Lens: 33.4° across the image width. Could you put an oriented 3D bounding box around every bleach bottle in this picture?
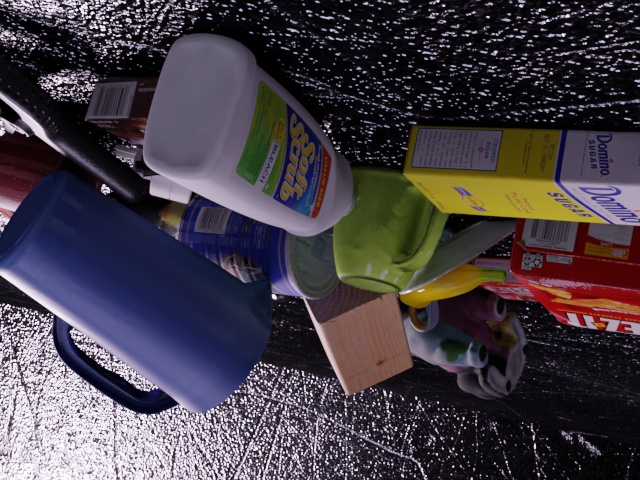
[{"bbox_3d":[-0.032,-0.064,0.800,0.068,0.102,0.250,15,176,26],"label":"bleach bottle"}]

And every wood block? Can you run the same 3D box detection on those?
[{"bbox_3d":[0.038,0.084,1.198,0.091,0.090,0.206,-24,149,-3],"label":"wood block"}]

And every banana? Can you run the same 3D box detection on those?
[{"bbox_3d":[0.116,0.049,1.095,0.069,0.037,0.198,18,168,-14],"label":"banana"}]

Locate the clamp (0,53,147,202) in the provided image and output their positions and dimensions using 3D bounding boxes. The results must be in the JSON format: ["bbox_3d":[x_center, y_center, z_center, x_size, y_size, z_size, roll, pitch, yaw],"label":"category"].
[{"bbox_3d":[-0.247,-0.110,0.883,0.165,0.036,0.210,26,168,28],"label":"clamp"}]

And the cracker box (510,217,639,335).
[{"bbox_3d":[0.274,0.035,0.952,0.164,0.072,0.213,8,168,25],"label":"cracker box"}]

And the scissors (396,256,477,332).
[{"bbox_3d":[0.136,0.059,1.212,0.016,0.096,0.202,-24,-173,-26],"label":"scissors"}]

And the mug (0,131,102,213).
[{"bbox_3d":[-0.271,-0.052,1.040,0.082,0.117,0.093,14,-162,17],"label":"mug"}]

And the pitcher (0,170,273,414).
[{"bbox_3d":[-0.178,0.052,0.980,0.242,0.149,0.145,37,153,-24],"label":"pitcher"}]

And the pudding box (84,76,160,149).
[{"bbox_3d":[-0.111,-0.095,0.834,0.114,0.039,0.089,6,167,32],"label":"pudding box"}]

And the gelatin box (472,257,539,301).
[{"bbox_3d":[0.216,0.043,1.151,0.089,0.030,0.073,1,163,44],"label":"gelatin box"}]

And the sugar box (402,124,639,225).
[{"bbox_3d":[0.158,-0.045,0.766,0.176,0.048,0.093,7,167,29],"label":"sugar box"}]

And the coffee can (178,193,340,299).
[{"bbox_3d":[-0.057,0.001,1.071,0.141,0.103,0.102,5,166,34],"label":"coffee can"}]
